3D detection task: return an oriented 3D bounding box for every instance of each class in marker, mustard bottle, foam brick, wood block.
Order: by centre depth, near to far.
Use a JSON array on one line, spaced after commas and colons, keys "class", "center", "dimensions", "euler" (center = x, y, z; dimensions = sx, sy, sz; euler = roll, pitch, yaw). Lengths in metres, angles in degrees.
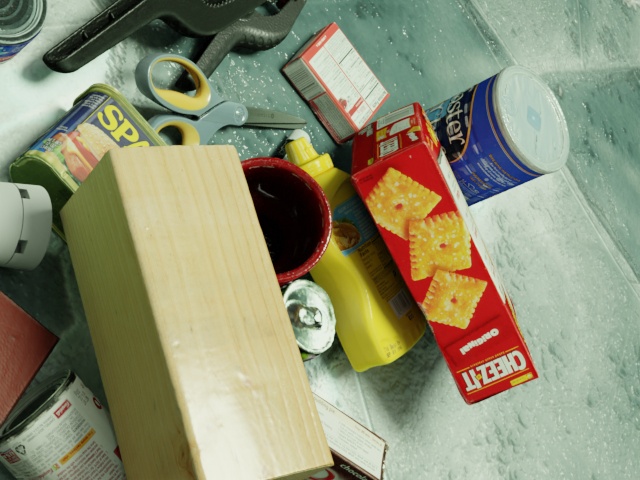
[{"class": "foam brick", "center": [-0.203, 0.077, 0.632], "dimensions": [0.051, 0.053, 0.078], "euler": [45, 47, -21]}, {"class": "wood block", "center": [-0.078, 0.054, 0.641], "dimensions": [0.090, 0.091, 0.206], "euler": [-5, 69, -37]}, {"class": "mustard bottle", "center": [0.020, 0.005, 0.875], "dimensions": [0.096, 0.058, 0.191], "euler": [-35, 102, -57]}, {"class": "marker", "center": [-0.041, -0.051, 0.878], "dimensions": [0.020, 0.020, 0.121], "euler": [50, 45, -17]}]

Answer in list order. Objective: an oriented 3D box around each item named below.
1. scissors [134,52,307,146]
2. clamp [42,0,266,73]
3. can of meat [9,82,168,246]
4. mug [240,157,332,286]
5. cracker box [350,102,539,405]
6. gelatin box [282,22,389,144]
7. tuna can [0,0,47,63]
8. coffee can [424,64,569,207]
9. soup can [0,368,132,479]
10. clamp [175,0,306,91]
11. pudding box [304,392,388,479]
[{"class": "scissors", "center": [-0.079, -0.085, 0.854], "dimensions": [0.201, 0.016, 0.096], "euler": [25, 77, -52]}, {"class": "clamp", "center": [-0.111, -0.210, 0.787], "dimensions": [0.209, 0.036, 0.165], "euler": [-14, 118, -47]}, {"class": "can of meat", "center": [-0.152, -0.043, 0.737], "dimensions": [0.102, 0.058, 0.083], "euler": [49, 48, -16]}, {"class": "mug", "center": [-0.055, 0.001, 0.783], "dimensions": [0.117, 0.082, 0.093], "euler": [-29, 82, -18]}, {"class": "cracker box", "center": [0.098, 0.006, 0.888], "dimensions": [0.213, 0.072, 0.164], "euler": [63, 10, -15]}, {"class": "gelatin box", "center": [0.015, -0.142, 0.968], "dimensions": [0.089, 0.030, 0.073], "euler": [52, 43, -16]}, {"class": "tuna can", "center": [-0.231, -0.165, 0.728], "dimensions": [0.086, 0.034, 0.086], "euler": [20, 59, -38]}, {"class": "coffee can", "center": [0.142, -0.087, 0.988], "dimensions": [0.102, 0.141, 0.103], "euler": [20, 59, -38]}, {"class": "soup can", "center": [-0.146, 0.138, 0.651], "dimensions": [0.102, 0.069, 0.068], "euler": [53, 44, -13]}, {"class": "clamp", "center": [-0.083, -0.201, 0.891], "dimensions": [0.171, 0.039, 0.120], "euler": [-33, 102, -45]}, {"class": "pudding box", "center": [-0.022, 0.143, 0.757], "dimensions": [0.113, 0.090, 0.039], "euler": [36, 50, -29]}]
